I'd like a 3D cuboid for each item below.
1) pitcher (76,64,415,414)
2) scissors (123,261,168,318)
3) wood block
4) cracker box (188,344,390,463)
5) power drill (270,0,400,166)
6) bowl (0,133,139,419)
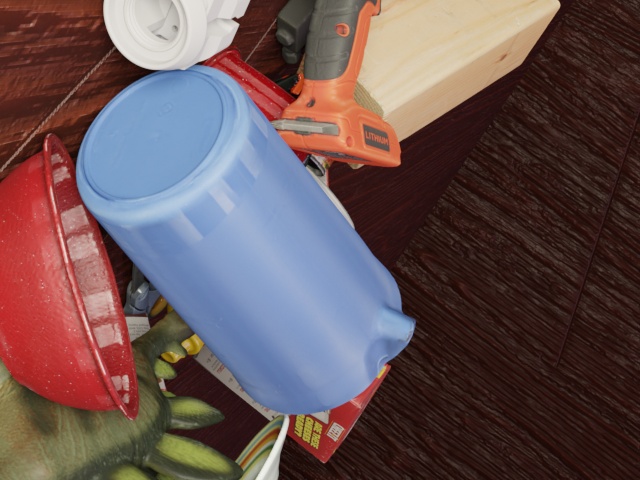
[{"bbox_3d":[-0.056,0.003,0.675,0.149,0.145,0.242,-31,141,4],"label":"pitcher"},{"bbox_3d":[-0.147,0.035,0.922,0.096,0.016,0.202,-48,170,-41],"label":"scissors"},{"bbox_3d":[0.087,-0.158,0.886,0.205,0.090,0.091,-33,166,-27],"label":"wood block"},{"bbox_3d":[-0.043,0.126,1.161,0.072,0.214,0.164,-48,169,-32],"label":"cracker box"},{"bbox_3d":[0.031,-0.147,0.723,0.184,0.057,0.188,4,92,-60],"label":"power drill"},{"bbox_3d":[-0.147,0.027,0.579,0.055,0.162,0.162,-16,166,-4],"label":"bowl"}]
